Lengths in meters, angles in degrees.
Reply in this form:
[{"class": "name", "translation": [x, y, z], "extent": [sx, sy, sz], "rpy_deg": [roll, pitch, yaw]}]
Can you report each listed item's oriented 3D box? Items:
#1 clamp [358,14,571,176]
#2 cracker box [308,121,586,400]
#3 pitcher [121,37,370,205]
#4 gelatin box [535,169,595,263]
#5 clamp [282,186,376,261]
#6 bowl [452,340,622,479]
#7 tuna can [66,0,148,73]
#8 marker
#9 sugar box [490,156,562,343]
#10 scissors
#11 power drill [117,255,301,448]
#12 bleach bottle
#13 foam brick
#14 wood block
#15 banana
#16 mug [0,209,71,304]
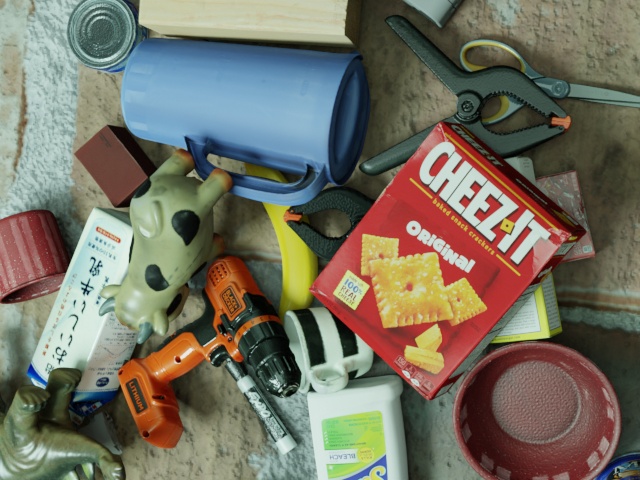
[{"class": "clamp", "translation": [0.145, -0.143, 1.069], "extent": [0.210, 0.036, 0.164], "rpy_deg": [4, 93, 14]}, {"class": "cracker box", "translation": [0.116, 0.020, 1.013], "extent": [0.164, 0.072, 0.214], "rpy_deg": [43, 109, 16]}, {"class": "pitcher", "translation": [-0.080, -0.132, 1.092], "extent": [0.243, 0.149, 0.145], "rpy_deg": [11, 109, 17]}, {"class": "gelatin box", "translation": [0.230, -0.020, 1.070], "extent": [0.073, 0.030, 0.089], "rpy_deg": [-12, 88, 14]}, {"class": "clamp", "translation": [0.050, -0.021, 1.099], "extent": [0.171, 0.039, 0.120], "rpy_deg": [19, 88, -5]}, {"class": "bowl", "translation": [0.213, 0.169, 1.058], "extent": [0.162, 0.055, 0.162], "rpy_deg": [2, 102, 11]}, {"class": "tuna can", "translation": [-0.236, -0.229, 1.180], "extent": [0.086, 0.033, 0.086], "rpy_deg": [0, 91, 14]}, {"class": "marker", "translation": [-0.067, 0.176, 1.155], "extent": [0.020, 0.020, 0.121], "rpy_deg": [-36, 83, 12]}, {"class": "sugar box", "translation": [0.175, 0.011, 1.053], "extent": [0.093, 0.048, 0.176], "rpy_deg": [-10, 87, 32]}, {"class": "scissors", "translation": [0.225, -0.137, 1.076], "extent": [0.202, 0.016, 0.096], "rpy_deg": [27, 99, 12]}, {"class": "power drill", "translation": [-0.116, 0.132, 1.116], "extent": [0.188, 0.057, 0.184], "rpy_deg": [-41, 49, 12]}, {"class": "bleach bottle", "translation": [0.053, 0.272, 1.107], "extent": [0.103, 0.068, 0.251], "rpy_deg": [-9, 92, 14]}, {"class": "foam brick", "translation": [-0.220, -0.081, 1.171], "extent": [0.053, 0.051, 0.078], "rpy_deg": [-39, 83, 11]}, {"class": "wood block", "translation": [-0.066, -0.249, 1.069], "extent": [0.206, 0.090, 0.090], "rpy_deg": [5, 94, 11]}, {"class": "banana", "translation": [-0.039, 0.003, 1.134], "extent": [0.070, 0.037, 0.198], "rpy_deg": [-6, 90, 12]}, {"class": "mug", "translation": [-0.330, 0.020, 1.189], "extent": [0.117, 0.093, 0.081], "rpy_deg": [-31, 77, 49]}]
